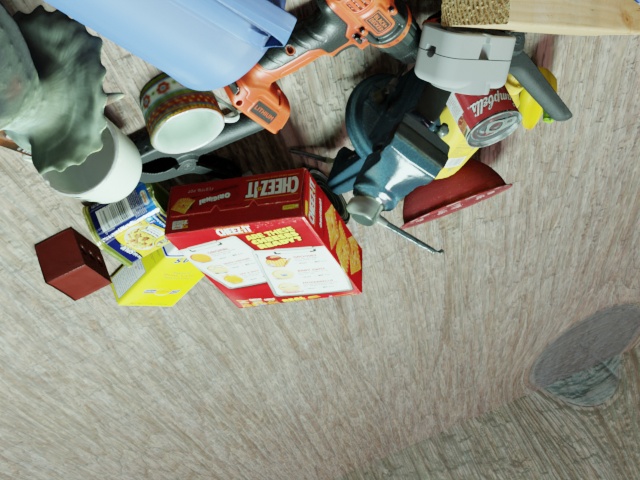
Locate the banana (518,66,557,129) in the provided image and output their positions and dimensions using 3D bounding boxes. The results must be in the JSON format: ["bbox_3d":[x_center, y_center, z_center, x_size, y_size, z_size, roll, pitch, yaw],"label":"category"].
[{"bbox_3d":[0.262,-0.175,1.302,0.037,0.069,0.197,11,-175,6],"label":"banana"}]

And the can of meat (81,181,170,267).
[{"bbox_3d":[-0.207,-0.022,1.209,0.084,0.057,0.102,-28,156,6],"label":"can of meat"}]

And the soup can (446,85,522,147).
[{"bbox_3d":[0.175,-0.165,1.205,0.068,0.102,0.068,-20,157,-9],"label":"soup can"}]

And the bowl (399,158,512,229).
[{"bbox_3d":[0.173,-0.068,1.437,0.162,0.055,0.162,-21,175,-2],"label":"bowl"}]

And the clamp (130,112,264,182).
[{"bbox_3d":[-0.144,-0.090,1.149,0.171,0.039,0.120,-11,149,-18],"label":"clamp"}]

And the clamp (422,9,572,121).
[{"bbox_3d":[0.207,-0.226,1.141,0.209,0.036,0.164,10,100,-28],"label":"clamp"}]

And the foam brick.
[{"bbox_3d":[-0.288,0.028,1.244,0.051,0.053,0.078,-26,158,5],"label":"foam brick"}]

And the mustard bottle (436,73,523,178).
[{"bbox_3d":[0.186,-0.152,1.299,0.096,0.058,0.192,-10,153,-40],"label":"mustard bottle"}]

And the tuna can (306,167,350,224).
[{"bbox_3d":[-0.002,-0.047,1.311,0.034,0.086,0.086,-36,154,22],"label":"tuna can"}]

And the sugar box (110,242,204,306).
[{"bbox_3d":[-0.177,0.020,1.339,0.093,0.048,0.176,4,145,-47],"label":"sugar box"}]

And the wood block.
[{"bbox_3d":[0.225,-0.251,1.049,0.205,0.090,0.091,-5,-170,-36],"label":"wood block"}]

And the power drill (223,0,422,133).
[{"bbox_3d":[0.004,-0.186,1.063,0.188,0.057,0.184,-34,151,16],"label":"power drill"}]

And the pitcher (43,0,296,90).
[{"bbox_3d":[-0.137,-0.207,0.774,0.149,0.145,0.242,-25,154,28],"label":"pitcher"}]

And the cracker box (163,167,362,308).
[{"bbox_3d":[-0.058,0.002,1.227,0.164,0.072,0.213,-7,152,17],"label":"cracker box"}]
